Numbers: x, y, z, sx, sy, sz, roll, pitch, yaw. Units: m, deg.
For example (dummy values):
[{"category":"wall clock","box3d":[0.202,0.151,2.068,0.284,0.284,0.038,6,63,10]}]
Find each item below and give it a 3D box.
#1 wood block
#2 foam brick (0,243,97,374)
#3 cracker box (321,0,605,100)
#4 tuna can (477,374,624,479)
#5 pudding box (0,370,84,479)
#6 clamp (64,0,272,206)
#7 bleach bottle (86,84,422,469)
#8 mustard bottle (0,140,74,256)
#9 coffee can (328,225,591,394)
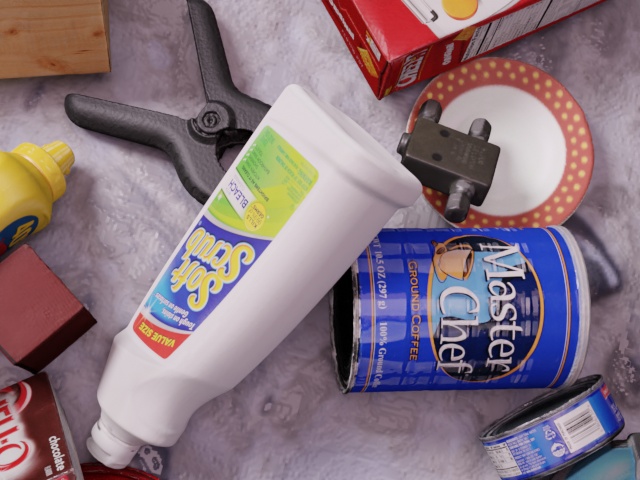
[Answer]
[{"category":"wood block","box3d":[-0.237,-0.159,0.655,0.206,0.090,0.091,-4,58,-8]},{"category":"foam brick","box3d":[-0.173,0.042,0.640,0.051,0.078,0.053,-41,86,-12]},{"category":"cracker box","box3d":[0.098,-0.212,0.724,0.213,0.072,0.164,-25,75,-10]},{"category":"tuna can","box3d":[0.143,0.117,0.661,0.086,0.086,0.034,-26,85,-12]},{"category":"pudding box","box3d":[-0.184,0.130,0.606,0.090,0.114,0.039,-25,122,-11]},{"category":"clamp","box3d":[-0.081,-0.069,0.688,0.120,0.039,0.171,-36,72,-5]},{"category":"bleach bottle","box3d":[-0.054,0.037,0.622,0.068,0.103,0.251,26,106,-43]},{"category":"mustard bottle","box3d":[-0.216,-0.001,0.627,0.058,0.096,0.191,47,54,-6]},{"category":"coffee can","box3d":[0.081,0.042,0.659,0.140,0.103,0.103,0,79,-7]}]
